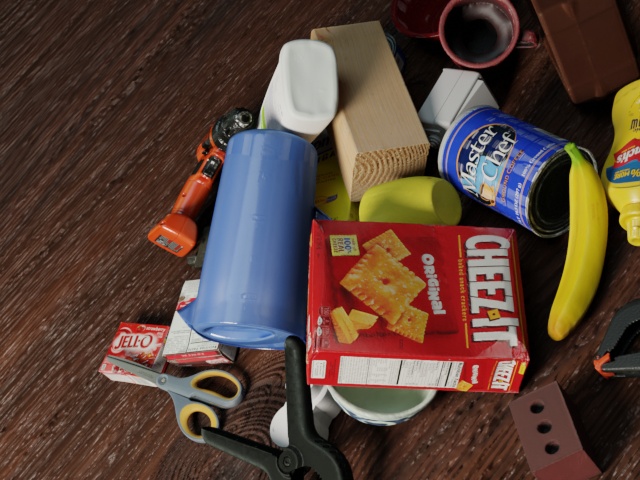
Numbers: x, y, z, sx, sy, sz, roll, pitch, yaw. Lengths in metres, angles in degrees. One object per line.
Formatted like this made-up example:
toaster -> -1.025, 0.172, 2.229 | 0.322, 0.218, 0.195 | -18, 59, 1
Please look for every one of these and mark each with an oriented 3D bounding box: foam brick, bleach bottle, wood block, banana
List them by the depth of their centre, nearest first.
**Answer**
foam brick -> 0.214, 0.181, 0.977 | 0.053, 0.051, 0.078 | -28, 45, 16
banana -> 0.257, 0.005, 1.069 | 0.037, 0.069, 0.198 | -10, 72, 57
wood block -> 0.054, -0.158, 1.289 | 0.090, 0.090, 0.206 | -10, 55, -11
bleach bottle -> -0.042, -0.155, 1.320 | 0.251, 0.068, 0.102 | 141, 127, -71

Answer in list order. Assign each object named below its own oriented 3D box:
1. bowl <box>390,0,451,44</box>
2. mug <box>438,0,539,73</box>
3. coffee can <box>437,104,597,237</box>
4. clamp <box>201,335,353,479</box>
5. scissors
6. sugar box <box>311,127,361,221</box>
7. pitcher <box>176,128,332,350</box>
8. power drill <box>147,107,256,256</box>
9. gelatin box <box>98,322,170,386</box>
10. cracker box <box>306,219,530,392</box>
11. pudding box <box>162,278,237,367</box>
bowl -> 0.175, -0.309, 1.392 | 0.162, 0.055, 0.162 | -20, 47, 23
mug -> 0.201, -0.244, 1.271 | 0.117, 0.081, 0.093 | 5, 90, 9
coffee can -> 0.210, -0.076, 1.147 | 0.103, 0.102, 0.140 | -49, 43, -6
clamp -> -0.021, 0.212, 1.083 | 0.210, 0.036, 0.165 | 47, 113, 29
scissors -> -0.183, 0.187, 1.268 | 0.202, 0.016, 0.096 | 1, 64, 25
sugar box -> 0.014, -0.073, 1.331 | 0.093, 0.048, 0.176 | -15, 51, 28
pitcher -> -0.058, 0.002, 1.229 | 0.145, 0.149, 0.243 | -11, 66, 46
power drill -> -0.151, -0.077, 1.398 | 0.187, 0.057, 0.185 | -63, 10, -19
gelatin box -> -0.230, 0.143, 1.351 | 0.089, 0.030, 0.073 | 2, 59, 37
cracker box -> 0.094, 0.063, 1.074 | 0.213, 0.072, 0.164 | 2, 53, -1
pudding box -> -0.138, 0.099, 1.313 | 0.090, 0.039, 0.113 | -8, 55, 31
